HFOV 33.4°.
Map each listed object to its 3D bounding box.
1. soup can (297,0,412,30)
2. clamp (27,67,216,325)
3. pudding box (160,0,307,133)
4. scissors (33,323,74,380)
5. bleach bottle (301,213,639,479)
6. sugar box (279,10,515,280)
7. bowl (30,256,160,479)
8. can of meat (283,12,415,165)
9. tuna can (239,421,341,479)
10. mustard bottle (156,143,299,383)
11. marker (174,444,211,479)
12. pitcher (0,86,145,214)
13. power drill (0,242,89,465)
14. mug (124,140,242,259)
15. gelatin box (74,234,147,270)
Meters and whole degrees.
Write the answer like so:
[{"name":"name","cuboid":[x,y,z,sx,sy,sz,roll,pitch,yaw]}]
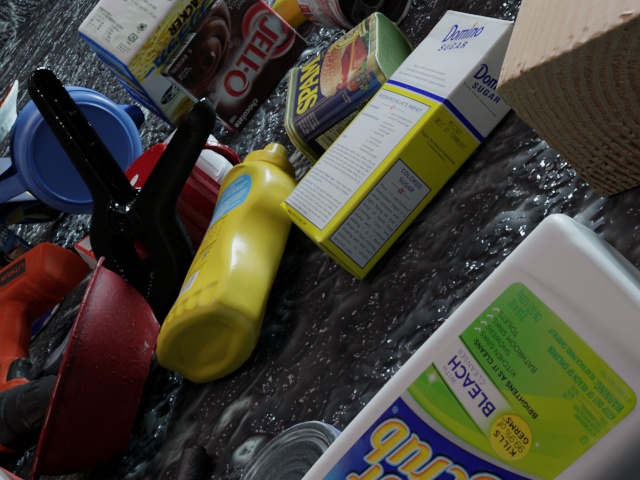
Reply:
[{"name":"soup can","cuboid":[0.026,-0.210,0.896,0.068,0.068,0.102,-51,25,-3]},{"name":"clamp","cuboid":[-0.128,-0.023,0.779,0.165,0.210,0.036,8,31,34]},{"name":"pudding box","cuboid":[-0.081,-0.171,0.992,0.113,0.090,0.039,-52,23,-3]},{"name":"scissors","cuboid":[-0.232,0.095,0.963,0.202,0.016,0.096,-38,26,25]},{"name":"bleach bottle","cuboid":[0.044,0.112,0.422,0.251,0.068,0.103,-49,56,15]},{"name":"sugar box","cuboid":[0.055,-0.064,0.676,0.176,0.048,0.093,-46,25,-1]},{"name":"bowl","cuboid":[-0.150,0.095,0.739,0.162,0.055,0.162,-165,91,-82]},{"name":"can of meat","cuboid":[0.025,-0.109,0.774,0.084,0.057,0.102,-33,30,26]},{"name":"tuna can","cuboid":[-0.009,0.133,0.524,0.086,0.033,0.086,-38,28,24]},{"name":"mustard bottle","cuboid":[-0.054,0.001,0.747,0.096,0.058,0.191,-48,19,46]},{"name":"marker","cuboid":[-0.088,0.172,0.617,0.020,0.020,0.121,-27,33,40]},{"name":"pitcher","cuboid":[-0.246,-0.082,1.038,0.243,0.145,0.149,-158,85,-75]},{"name":"power drill","cuboid":[-0.253,0.096,0.910,0.185,0.057,0.187,-27,42,37]},{"name":"mug","cuboid":[-0.112,-0.033,0.863,0.117,0.081,0.093,-43,26,16]},{"name":"gelatin box","cuboid":[-0.176,0.000,0.966,0.073,0.030,0.089,-39,22,-16]}]
